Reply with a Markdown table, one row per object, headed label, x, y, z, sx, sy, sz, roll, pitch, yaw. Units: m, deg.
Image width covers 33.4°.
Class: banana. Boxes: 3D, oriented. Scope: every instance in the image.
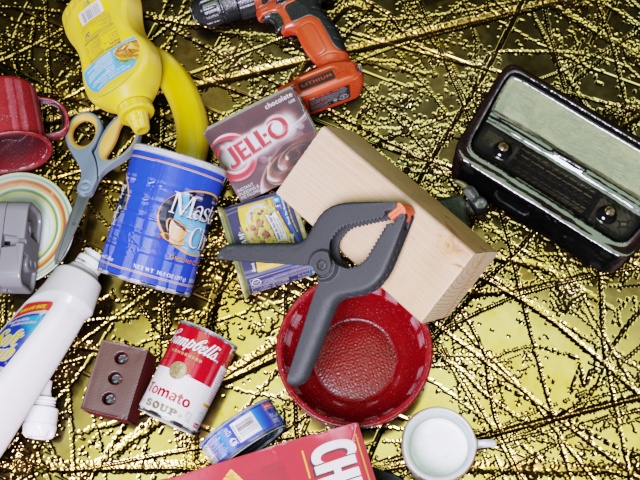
| label | x | y | z | sx | sy | sz | roll | pitch | yaw |
| --- | --- | --- | --- | --- | --- | --- | --- | --- | --- |
| banana | -0.164 | -0.143 | 1.219 | 0.069 | 0.037 | 0.198 | -10 | 72 | 0 |

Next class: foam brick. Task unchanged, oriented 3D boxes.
| label | x | y | z | sx | sy | sz | roll | pitch | yaw |
| --- | --- | --- | --- | --- | --- | --- | --- | --- | --- |
| foam brick | -0.211 | 0.149 | 1.121 | 0.053 | 0.051 | 0.078 | 12 | 73 | 6 |

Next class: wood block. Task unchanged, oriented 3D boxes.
| label | x | y | z | sx | sy | sz | roll | pitch | yaw |
| --- | --- | --- | --- | --- | --- | --- | --- | --- | --- |
| wood block | 0.068 | -0.019 | 1.100 | 0.206 | 0.090 | 0.091 | 42 | 107 | 19 |

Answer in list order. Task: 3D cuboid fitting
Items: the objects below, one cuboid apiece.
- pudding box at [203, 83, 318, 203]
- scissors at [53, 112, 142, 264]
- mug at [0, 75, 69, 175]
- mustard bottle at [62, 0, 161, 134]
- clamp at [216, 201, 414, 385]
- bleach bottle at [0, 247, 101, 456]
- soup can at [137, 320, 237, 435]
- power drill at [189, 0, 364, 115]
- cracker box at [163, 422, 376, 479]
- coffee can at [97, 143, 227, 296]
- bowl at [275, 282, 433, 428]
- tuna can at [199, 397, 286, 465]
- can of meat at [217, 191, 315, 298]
| label | x | y | z | sx | sy | sz | roll | pitch | yaw |
| --- | --- | --- | --- | --- | --- | --- | --- | --- | --- |
| pudding box | -0.059 | -0.106 | 1.171 | 0.113 | 0.039 | 0.090 | -27 | 107 | 5 |
| scissors | -0.275 | -0.071 | 1.199 | 0.096 | 0.016 | 0.201 | 25 | 66 | 17 |
| mug | -0.343 | -0.133 | 1.202 | 0.117 | 0.093 | 0.081 | -11 | 67 | -13 |
| mustard bottle | -0.230 | -0.203 | 1.216 | 0.096 | 0.058 | 0.192 | -30 | 65 | 18 |
| clamp | -0.001 | 0.020 | 1.063 | 0.210 | 0.036 | 0.165 | -44 | 73 | 17 |
| bleach bottle | -0.311 | 0.115 | 1.125 | 0.103 | 0.068 | 0.250 | 5 | 57 | 49 |
| soup can | -0.138 | 0.143 | 1.111 | 0.068 | 0.068 | 0.102 | 23 | 76 | 10 |
| power drill | -0.042 | -0.234 | 1.230 | 0.184 | 0.057 | 0.188 | -20 | 73 | 0 |
| cracker box | -0.041 | 0.285 | 1.018 | 0.213 | 0.072 | 0.164 | -16 | 64 | -3 |
| coffee can | -0.167 | -0.021 | 1.131 | 0.103 | 0.102 | 0.140 | 16 | 88 | 8 |
| bowl | 0.035 | 0.119 | 1.114 | 0.162 | 0.055 | 0.162 | -1 | 72 | 3 |
| tuna can | -0.078 | 0.198 | 1.081 | 0.086 | 0.086 | 0.034 | -33 | 75 | -7 |
| can of meat | -0.058 | 0.001 | 1.157 | 0.084 | 0.057 | 0.102 | -17 | 72 | -4 |
